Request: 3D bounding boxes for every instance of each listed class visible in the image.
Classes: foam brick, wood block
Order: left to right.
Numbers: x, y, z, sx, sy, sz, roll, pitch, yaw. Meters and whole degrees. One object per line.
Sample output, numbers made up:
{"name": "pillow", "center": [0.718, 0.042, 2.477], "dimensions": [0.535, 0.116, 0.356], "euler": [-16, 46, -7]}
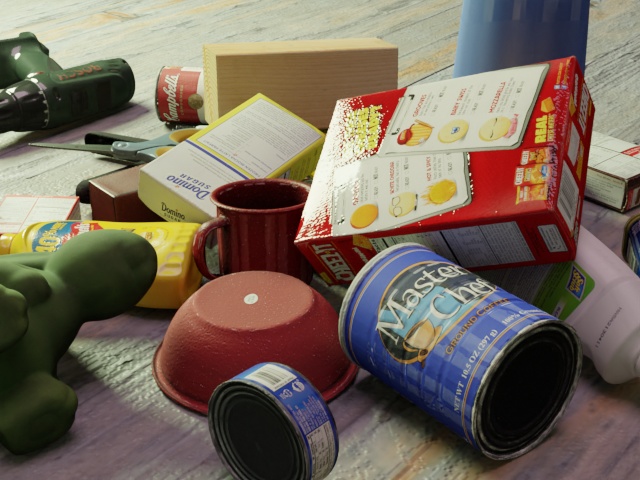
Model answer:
{"name": "foam brick", "center": [-0.176, -0.036, 1.027], "dimensions": [0.078, 0.053, 0.051], "euler": [-21, 33, -36]}
{"name": "wood block", "center": [-0.023, -0.177, 1.208], "dimensions": [0.205, 0.091, 0.090], "euler": [-5, 19, -15]}

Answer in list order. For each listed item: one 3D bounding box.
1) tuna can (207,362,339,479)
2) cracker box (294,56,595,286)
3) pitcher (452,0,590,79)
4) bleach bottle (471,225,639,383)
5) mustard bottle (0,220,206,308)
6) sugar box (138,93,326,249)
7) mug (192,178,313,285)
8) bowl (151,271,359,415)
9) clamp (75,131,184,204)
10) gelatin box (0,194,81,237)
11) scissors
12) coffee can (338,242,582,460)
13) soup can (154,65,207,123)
{"name": "tuna can", "center": [-0.030, 0.121, 0.673], "dimensions": [0.086, 0.086, 0.033], "euler": [21, 32, 36]}
{"name": "cracker box", "center": [0.103, -0.052, 0.855], "dimensions": [0.214, 0.072, 0.164], "euler": [-8, 48, 29]}
{"name": "pitcher", "center": [0.175, -0.127, 0.986], "dimensions": [0.149, 0.243, 0.144], "euler": [18, 30, 31]}
{"name": "bleach bottle", "center": [0.186, 0.039, 0.838], "dimensions": [0.068, 0.103, 0.251], "euler": [6, 27, -32]}
{"name": "mustard bottle", "center": [-0.199, 0.017, 0.915], "dimensions": [0.191, 0.058, 0.096], "euler": [2, 32, 6]}
{"name": "sugar box", "center": [-0.080, -0.069, 1.011], "dimensions": [0.093, 0.048, 0.176], "euler": [34, 49, 19]}
{"name": "mug", "center": [-0.056, 0.001, 0.906], "dimensions": [0.117, 0.081, 0.093], "euler": [-17, 26, -37]}
{"name": "bowl", "center": [-0.050, 0.068, 0.814], "dimensions": [0.162, 0.055, 0.162], "euler": [-1, 26, 0]}
{"name": "clamp", "center": [-0.159, -0.081, 1.131], "dimensions": [0.210, 0.036, 0.164], "euler": [-1, 27, -1]}
{"name": "gelatin box", "center": [-0.271, -0.012, 1.007], "dimensions": [0.073, 0.030, 0.089], "euler": [1, 27, 0]}
{"name": "scissors", "center": [-0.191, -0.101, 1.110], "dimensions": [0.202, 0.016, 0.096], "euler": [12, 33, 13]}
{"name": "coffee can", "center": [0.095, 0.074, 0.745], "dimensions": [0.102, 0.103, 0.140], "euler": [-19, 32, -32]}
{"name": "soup can", "center": [-0.140, -0.173, 1.280], "dimensions": [0.102, 0.068, 0.068], "euler": [4, 27, 9]}
